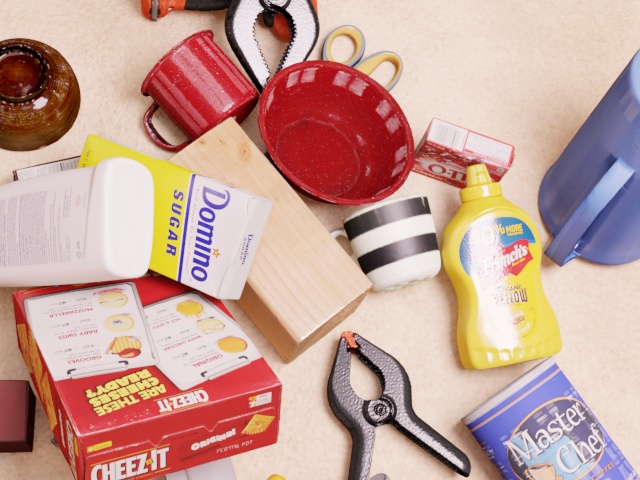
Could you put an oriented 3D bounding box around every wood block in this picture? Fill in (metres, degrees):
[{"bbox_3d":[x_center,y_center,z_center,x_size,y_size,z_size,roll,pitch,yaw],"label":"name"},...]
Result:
[{"bbox_3d":[-0.057,0.002,0.995,0.090,0.091,0.206,-37,80,-18],"label":"wood block"}]

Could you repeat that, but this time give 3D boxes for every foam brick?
[{"bbox_3d":[-0.275,0.152,0.917,0.051,0.078,0.053,2,71,-10],"label":"foam brick"}]

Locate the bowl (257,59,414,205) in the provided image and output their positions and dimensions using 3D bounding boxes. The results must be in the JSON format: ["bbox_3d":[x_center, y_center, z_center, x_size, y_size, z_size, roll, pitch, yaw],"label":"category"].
[{"bbox_3d":[0.008,-0.094,1.035,0.162,0.055,0.162,11,60,-19],"label":"bowl"}]

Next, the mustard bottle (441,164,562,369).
[{"bbox_3d":[0.166,0.022,1.018,0.096,0.058,0.191,-10,86,-12],"label":"mustard bottle"}]

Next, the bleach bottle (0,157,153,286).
[{"bbox_3d":[-0.264,-0.011,0.925,0.251,0.068,0.102,-3,82,27],"label":"bleach bottle"}]

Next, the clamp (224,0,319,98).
[{"bbox_3d":[-0.057,-0.246,1.052,0.164,0.036,0.210,7,90,-12],"label":"clamp"}]

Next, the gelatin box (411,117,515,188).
[{"bbox_3d":[0.140,-0.081,1.063,0.089,0.073,0.030,19,68,-2],"label":"gelatin box"}]

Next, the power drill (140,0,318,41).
[{"bbox_3d":[-0.094,-0.297,1.110,0.187,0.057,0.184,-1,72,-9],"label":"power drill"}]

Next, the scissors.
[{"bbox_3d":[-0.006,-0.154,1.096,0.201,0.016,0.096,-30,81,-18],"label":"scissors"}]

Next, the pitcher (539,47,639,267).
[{"bbox_3d":[0.294,-0.076,0.994,0.145,0.243,0.149,1,65,-5],"label":"pitcher"}]

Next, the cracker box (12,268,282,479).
[{"bbox_3d":[-0.150,0.104,0.887,0.164,0.072,0.214,-12,33,-24],"label":"cracker box"}]

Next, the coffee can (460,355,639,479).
[{"bbox_3d":[0.209,0.190,0.964,0.102,0.103,0.140,-32,78,-17],"label":"coffee can"}]

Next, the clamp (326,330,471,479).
[{"bbox_3d":[0.065,0.162,0.985,0.120,0.039,0.171,-9,72,-13],"label":"clamp"}]

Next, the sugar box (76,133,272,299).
[{"bbox_3d":[-0.137,-0.022,0.929,0.176,0.048,0.093,21,95,23],"label":"sugar box"}]

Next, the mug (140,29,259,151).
[{"bbox_3d":[-0.122,-0.136,1.042,0.117,0.093,0.081,-42,86,12],"label":"mug"}]
